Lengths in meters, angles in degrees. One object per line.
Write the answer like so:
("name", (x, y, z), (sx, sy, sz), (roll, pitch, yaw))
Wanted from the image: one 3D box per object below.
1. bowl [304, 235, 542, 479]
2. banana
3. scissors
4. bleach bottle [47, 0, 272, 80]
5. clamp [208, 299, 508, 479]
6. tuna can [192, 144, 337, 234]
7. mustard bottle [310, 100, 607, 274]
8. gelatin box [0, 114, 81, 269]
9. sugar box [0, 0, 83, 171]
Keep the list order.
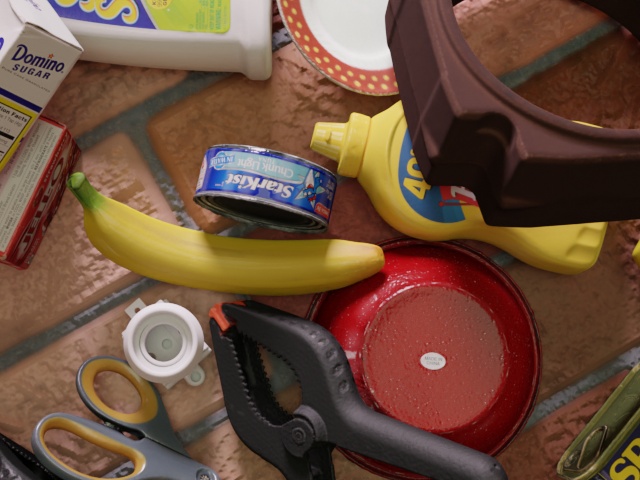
("bowl", (0.067, 0.074, 0.671), (0.162, 0.055, 0.162), (0, 84, -3))
("banana", (-0.062, 0.008, 0.664), (0.197, 0.070, 0.037), (12, 63, -8))
("scissors", (-0.080, 0.132, 0.668), (0.201, 0.016, 0.096), (19, 49, -22))
("bleach bottle", (-0.156, -0.155, 0.680), (0.251, 0.068, 0.102), (0, 84, -2))
("clamp", (0.007, 0.111, 0.635), (0.165, 0.036, 0.210), (-43, 68, 29))
("tuna can", (-0.033, -0.031, 0.660), (0.086, 0.086, 0.034), (13, 81, -3))
("mustard bottle", (0.088, -0.045, 0.684), (0.191, 0.058, 0.096), (13, 80, -2))
("gelatin box", (-0.181, -0.028, 0.656), (0.030, 0.073, 0.089), (23, 82, -2))
("sugar box", (-0.215, -0.068, 0.622), (0.176, 0.048, 0.093), (-54, 45, 14))
